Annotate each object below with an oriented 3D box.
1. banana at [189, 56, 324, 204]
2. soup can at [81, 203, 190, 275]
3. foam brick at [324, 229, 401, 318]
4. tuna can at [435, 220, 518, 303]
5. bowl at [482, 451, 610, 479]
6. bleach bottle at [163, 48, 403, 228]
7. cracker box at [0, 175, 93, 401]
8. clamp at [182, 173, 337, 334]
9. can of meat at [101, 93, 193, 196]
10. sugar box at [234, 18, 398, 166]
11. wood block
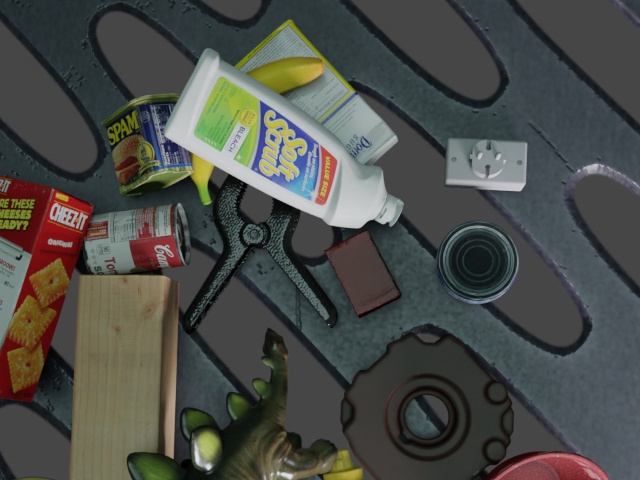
[{"bbox_3d":[-0.082,-0.132,1.124,0.069,0.037,0.198,40,102,-7],"label":"banana"},{"bbox_3d":[-0.195,0.000,1.133,0.102,0.068,0.068,-7,82,3],"label":"soup can"},{"bbox_3d":[0.045,0.036,1.119,0.051,0.053,0.078,-27,80,0],"label":"foam brick"},{"bbox_3d":[0.165,0.023,1.121,0.086,0.034,0.086,-1,82,4],"label":"tuna can"},{"bbox_3d":[0.208,0.268,1.055,0.162,0.055,0.162,-4,109,-12],"label":"bowl"},{"bbox_3d":[-0.027,-0.091,1.081,0.250,0.068,0.102,27,95,-9],"label":"bleach bottle"},{"bbox_3d":[-0.342,0.042,1.111,0.164,0.072,0.213,13,82,32],"label":"cracker box"},{"bbox_3d":[-0.057,0.001,1.138,0.164,0.036,0.210,4,80,6],"label":"clamp"},{"bbox_3d":[-0.182,-0.100,1.132,0.057,0.102,0.084,-10,83,-38],"label":"can of meat"},{"bbox_3d":[-0.008,-0.143,1.150,0.093,0.048,0.176,-41,84,3],"label":"sugar box"},{"bbox_3d":[-0.200,0.142,1.103,0.090,0.091,0.206,0,83,4],"label":"wood block"}]
